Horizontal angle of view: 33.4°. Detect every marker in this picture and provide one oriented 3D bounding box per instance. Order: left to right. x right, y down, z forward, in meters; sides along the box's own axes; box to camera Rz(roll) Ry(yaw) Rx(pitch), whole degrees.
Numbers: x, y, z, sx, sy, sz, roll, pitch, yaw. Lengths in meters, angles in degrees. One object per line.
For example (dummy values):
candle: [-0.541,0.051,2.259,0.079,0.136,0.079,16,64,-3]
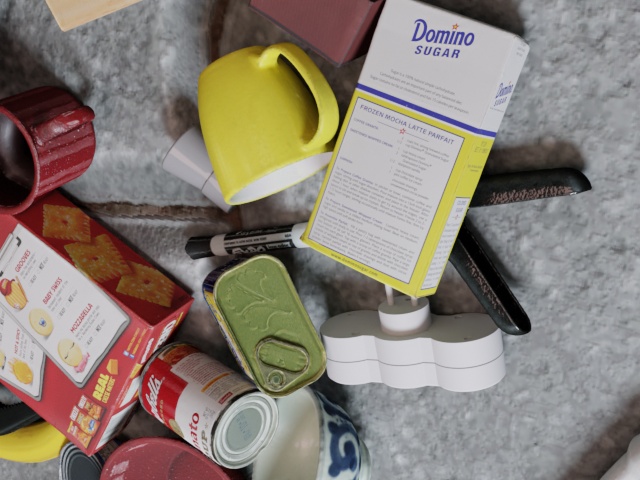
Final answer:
marker: [-0.055,0.001,0.830,0.121,0.020,0.020,-7,107,31]

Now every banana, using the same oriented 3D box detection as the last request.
banana: [-0.301,0.178,1.034,0.198,0.037,0.069,-1,84,27]

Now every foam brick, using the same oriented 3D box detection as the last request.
foam brick: [0.003,-0.161,0.710,0.078,0.052,0.051,35,123,11]

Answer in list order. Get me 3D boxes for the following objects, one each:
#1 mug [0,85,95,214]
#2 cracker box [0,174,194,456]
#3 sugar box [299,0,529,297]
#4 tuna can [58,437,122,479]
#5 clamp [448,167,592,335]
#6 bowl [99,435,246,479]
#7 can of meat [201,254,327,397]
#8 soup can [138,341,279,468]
mug: [-0.227,-0.081,0.854,0.117,0.081,0.093,-24,97,34]
cracker box: [-0.232,0.055,0.921,0.214,0.072,0.164,37,123,12]
sugar box: [0.060,-0.062,0.694,0.093,0.048,0.176,25,100,23]
tuna can: [-0.204,0.221,0.982,0.086,0.033,0.086,14,110,42]
clamp: [0.090,-0.010,0.730,0.172,0.039,0.120,19,104,27]
bowl: [-0.110,0.229,0.913,0.162,0.055,0.162,10,112,26]
can of meat: [-0.046,0.062,0.805,0.102,0.057,0.084,64,167,-7]
soup can: [-0.090,0.131,0.855,0.102,0.068,0.068,25,123,43]
